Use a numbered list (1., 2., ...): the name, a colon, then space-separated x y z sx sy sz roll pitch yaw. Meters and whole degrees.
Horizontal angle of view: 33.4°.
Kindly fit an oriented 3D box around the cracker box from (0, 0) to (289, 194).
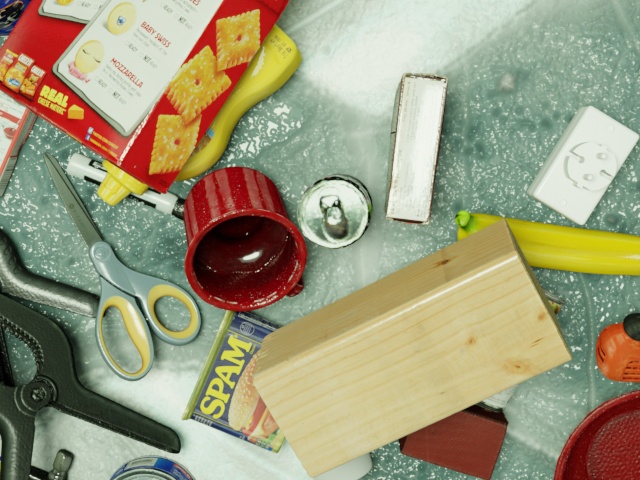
1. cracker box: -0.127 -0.166 0.795 0.164 0.072 0.213 31 87 30

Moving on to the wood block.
1. wood block: 0.064 0.077 0.778 0.206 0.090 0.090 -27 103 12

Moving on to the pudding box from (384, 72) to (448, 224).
1. pudding box: 0.073 -0.071 0.831 0.039 0.090 0.113 5 95 2

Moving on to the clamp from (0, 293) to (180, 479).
1. clamp: -0.229 0.133 0.835 0.164 0.036 0.210 -39 94 -31

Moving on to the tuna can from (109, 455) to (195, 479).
1. tuna can: -0.144 0.227 0.896 0.086 0.033 0.086 0 95 2

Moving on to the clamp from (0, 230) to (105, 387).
1. clamp: -0.277 0.048 0.882 0.171 0.039 0.120 39 91 -5

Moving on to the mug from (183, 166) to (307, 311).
1. mug: -0.056 0.001 0.840 0.093 0.081 0.117 -43 122 15

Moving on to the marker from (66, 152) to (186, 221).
1. marker: -0.149 -0.041 0.877 0.121 0.020 0.020 23 96 0

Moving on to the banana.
1. banana: 0.188 0.006 0.845 0.197 0.070 0.037 8 92 -12

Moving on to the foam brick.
1. foam brick: 0.107 0.154 0.870 0.078 0.053 0.051 17 96 0

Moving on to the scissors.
1. scissors: -0.160 0.014 0.882 0.096 0.016 0.202 -12 81 -18

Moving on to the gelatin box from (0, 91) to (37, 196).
1. gelatin box: -0.280 -0.089 0.873 0.073 0.030 0.089 25 96 1

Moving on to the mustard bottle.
1. mustard bottle: -0.109 -0.105 0.844 0.096 0.058 0.191 41 92 8

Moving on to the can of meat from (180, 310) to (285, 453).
1. can of meat: -0.055 0.113 0.871 0.084 0.057 0.102 23 97 -3
